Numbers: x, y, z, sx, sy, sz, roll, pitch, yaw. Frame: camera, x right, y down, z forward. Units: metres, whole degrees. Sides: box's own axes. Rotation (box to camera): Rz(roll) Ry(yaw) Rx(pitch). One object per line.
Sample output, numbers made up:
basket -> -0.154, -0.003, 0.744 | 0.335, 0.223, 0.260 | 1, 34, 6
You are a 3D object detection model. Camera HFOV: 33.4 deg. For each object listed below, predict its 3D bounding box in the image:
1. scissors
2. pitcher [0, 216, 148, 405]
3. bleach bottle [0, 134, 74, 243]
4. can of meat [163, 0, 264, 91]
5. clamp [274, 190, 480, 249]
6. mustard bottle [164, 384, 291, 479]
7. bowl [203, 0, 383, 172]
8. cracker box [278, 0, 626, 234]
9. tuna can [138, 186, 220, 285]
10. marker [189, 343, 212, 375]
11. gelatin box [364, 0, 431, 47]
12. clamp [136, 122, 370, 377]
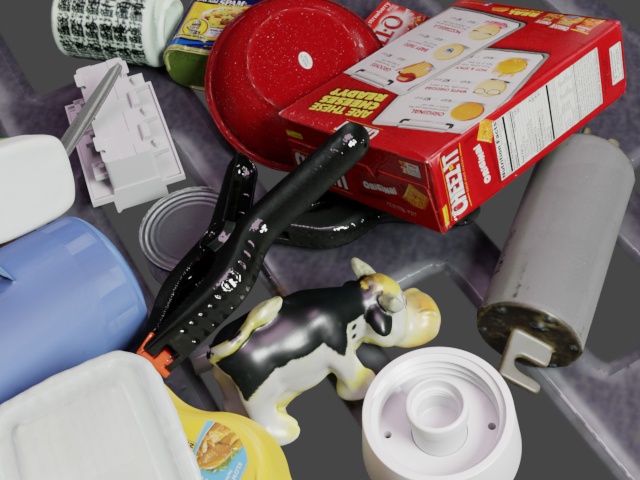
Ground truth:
scissors -> -0.233, -0.058, 0.866 | 0.096, 0.016, 0.201 | 14, 78, 31
pitcher -> -0.241, 0.077, 0.715 | 0.242, 0.149, 0.145 | -34, 98, -29
bleach bottle -> -0.309, -0.045, 0.837 | 0.251, 0.068, 0.102 | 4, 22, 38
can of meat -> -0.082, -0.180, 0.967 | 0.102, 0.057, 0.084 | 11, 56, 15
clamp -> 0.038, -0.031, 0.847 | 0.171, 0.039, 0.120 | -27, 44, -14
mustard bottle -> -0.079, 0.154, 0.693 | 0.192, 0.058, 0.096 | 21, 85, 20
bowl -> -0.016, -0.140, 0.887 | 0.162, 0.055, 0.162 | 1, 78, -4
cracker box -> 0.103, -0.104, 0.818 | 0.213, 0.072, 0.164 | -36, 37, -26
tuna can -> -0.098, 0.000, 0.840 | 0.086, 0.034, 0.086 | -3, 52, 4
marker -> -0.037, 0.071, 0.787 | 0.121, 0.020, 0.020 | -18, 52, -9
gelatin box -> 0.065, -0.171, 0.961 | 0.073, 0.030, 0.089 | 27, 59, 24
clamp -> -0.055, 0.001, 0.743 | 0.165, 0.036, 0.209 | -16, 37, 50
